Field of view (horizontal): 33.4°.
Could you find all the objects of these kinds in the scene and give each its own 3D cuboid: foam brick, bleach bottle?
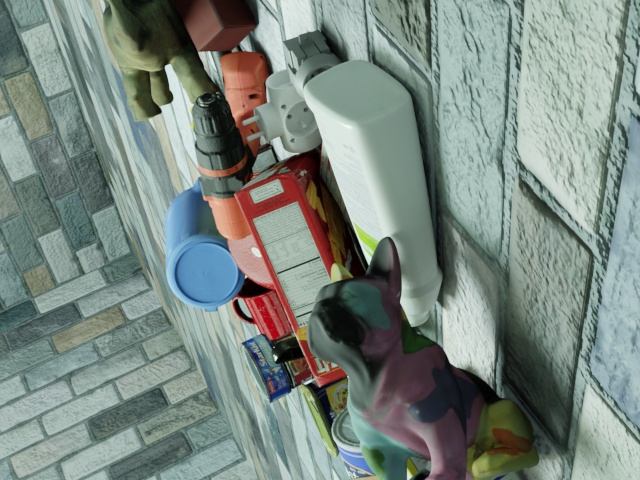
[{"bbox_3d":[-0.117,-0.252,1.171,0.051,0.052,0.078,-36,74,42],"label":"foam brick"},{"bbox_3d":[0.057,-0.027,0.936,0.103,0.068,0.251,46,158,48],"label":"bleach bottle"}]

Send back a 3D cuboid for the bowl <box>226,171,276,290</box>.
[{"bbox_3d":[-0.058,0.002,1.267,0.162,0.055,0.162,21,128,29],"label":"bowl"}]

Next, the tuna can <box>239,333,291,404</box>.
[{"bbox_3d":[-0.069,0.161,1.345,0.086,0.033,0.086,59,165,26],"label":"tuna can"}]

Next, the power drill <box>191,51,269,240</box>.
[{"bbox_3d":[-0.094,-0.122,1.155,0.187,0.057,0.184,-80,-12,-45],"label":"power drill"}]

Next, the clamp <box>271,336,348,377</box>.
[{"bbox_3d":[0.010,0.117,1.235,0.164,0.036,0.210,31,-158,-21],"label":"clamp"}]

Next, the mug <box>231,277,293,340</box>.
[{"bbox_3d":[-0.072,0.091,1.522,0.081,0.117,0.093,65,-153,-22],"label":"mug"}]

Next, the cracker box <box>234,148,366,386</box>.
[{"bbox_3d":[-0.002,0.021,1.111,0.164,0.072,0.213,-57,-56,-75],"label":"cracker box"}]

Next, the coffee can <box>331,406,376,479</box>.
[{"bbox_3d":[0.082,0.265,1.255,0.103,0.102,0.140,38,150,62],"label":"coffee can"}]

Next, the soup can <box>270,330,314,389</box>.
[{"bbox_3d":[-0.004,0.136,1.352,0.068,0.102,0.068,58,165,26],"label":"soup can"}]

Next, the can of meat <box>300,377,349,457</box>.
[{"bbox_3d":[0.033,0.216,1.391,0.102,0.083,0.057,67,166,-8],"label":"can of meat"}]

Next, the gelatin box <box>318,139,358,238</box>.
[{"bbox_3d":[0.032,-0.056,1.046,0.089,0.030,0.073,61,167,21],"label":"gelatin box"}]

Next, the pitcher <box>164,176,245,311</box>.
[{"bbox_3d":[-0.163,0.020,1.549,0.149,0.145,0.243,43,-171,-15],"label":"pitcher"}]
